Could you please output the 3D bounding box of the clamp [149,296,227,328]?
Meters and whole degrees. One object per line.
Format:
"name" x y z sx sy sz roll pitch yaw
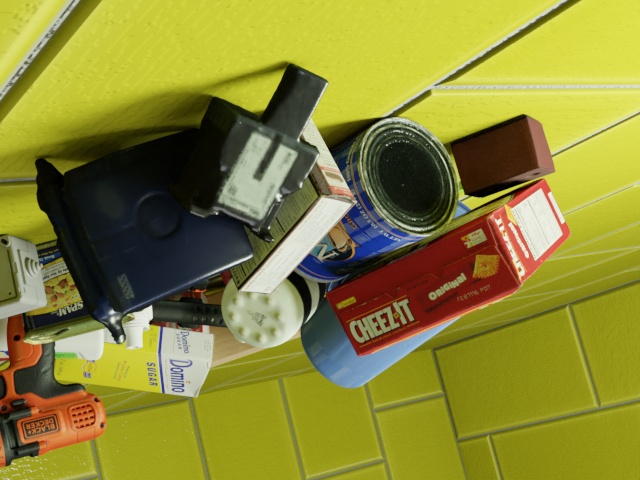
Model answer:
"clamp" -0.162 0.085 1.266 0.209 0.036 0.165 6 177 -19

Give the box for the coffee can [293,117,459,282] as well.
"coffee can" 0.034 -0.031 0.910 0.102 0.103 0.141 -6 167 -37

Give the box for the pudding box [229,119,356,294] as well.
"pudding box" -0.035 -0.028 0.790 0.039 0.090 0.114 4 138 -43

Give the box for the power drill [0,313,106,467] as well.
"power drill" -0.313 0.123 1.025 0.184 0.188 0.057 -11 170 -26

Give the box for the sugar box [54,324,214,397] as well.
"sugar box" -0.220 0.137 1.252 0.176 0.048 0.093 11 142 -12

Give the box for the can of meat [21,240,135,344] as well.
"can of meat" -0.234 0.044 1.000 0.102 0.084 0.057 -15 169 1

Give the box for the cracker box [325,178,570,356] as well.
"cracker box" 0.124 0.022 0.966 0.164 0.072 0.213 -27 180 27

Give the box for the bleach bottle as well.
"bleach bottle" -0.356 0.095 1.113 0.250 0.068 0.103 -1 169 -14

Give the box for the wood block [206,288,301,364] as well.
"wood block" -0.111 0.110 1.430 0.206 0.090 0.091 -19 172 -3

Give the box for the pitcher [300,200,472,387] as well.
"pitcher" 0.079 0.062 1.218 0.243 0.149 0.144 -43 179 32

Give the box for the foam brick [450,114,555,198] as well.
"foam brick" 0.170 -0.077 0.991 0.078 0.051 0.052 -20 168 27
